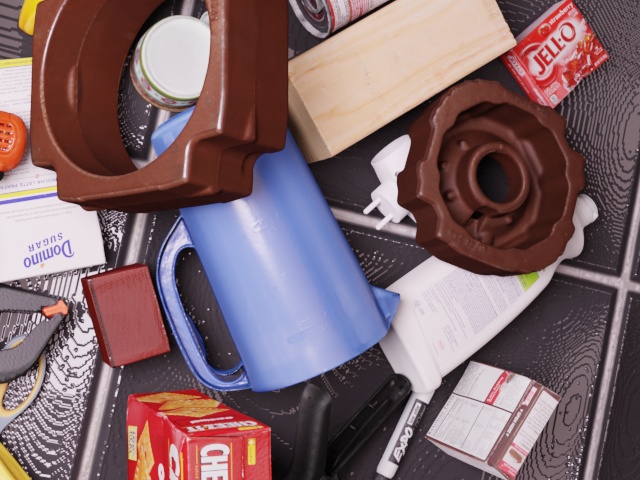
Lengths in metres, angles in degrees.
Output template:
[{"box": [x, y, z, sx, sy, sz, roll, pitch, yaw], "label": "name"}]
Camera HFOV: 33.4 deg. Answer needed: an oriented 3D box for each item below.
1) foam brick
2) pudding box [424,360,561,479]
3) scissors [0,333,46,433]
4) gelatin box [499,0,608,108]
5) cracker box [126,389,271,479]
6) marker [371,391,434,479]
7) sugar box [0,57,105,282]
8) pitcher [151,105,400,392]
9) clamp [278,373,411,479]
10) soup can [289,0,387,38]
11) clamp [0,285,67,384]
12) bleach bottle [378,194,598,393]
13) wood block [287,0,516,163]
[{"box": [-0.165, 0.061, 0.898, 0.051, 0.053, 0.078, -16, 96, -19], "label": "foam brick"}, {"box": [0.156, 0.163, 0.980, 0.039, 0.114, 0.090, 36, 79, -19], "label": "pudding box"}, {"box": [-0.293, 0.163, 0.872, 0.096, 0.016, 0.201, 27, 81, -16], "label": "scissors"}, {"box": [0.229, -0.182, 1.050, 0.089, 0.030, 0.073, -41, 103, -15], "label": "gelatin box"}, {"box": [-0.099, 0.212, 0.835, 0.072, 0.214, 0.164, -2, 91, -20], "label": "cracker box"}, {"box": [0.073, 0.190, 1.000, 0.020, 0.020, 0.121, 30, 81, -17], "label": "marker"}, {"box": [-0.239, -0.059, 0.876, 0.093, 0.048, 0.176, -10, 97, -21], "label": "sugar box"}, {"box": [-0.056, 0.001, 0.902, 0.149, 0.145, 0.243, -30, 97, -47], "label": "pitcher"}, {"box": [0.001, 0.203, 0.937, 0.164, 0.036, 0.210, -3, 122, -55], "label": "clamp"}, {"box": [0.028, -0.235, 0.958, 0.102, 0.069, 0.068, -32, 100, -18], "label": "soup can"}, {"box": [-0.289, 0.077, 0.846, 0.171, 0.039, 0.120, -32, 100, -23], "label": "clamp"}, {"box": [0.167, 0.036, 1.011, 0.250, 0.068, 0.102, -32, 100, -19], "label": "bleach bottle"}, {"box": [0.058, -0.159, 0.957, 0.206, 0.091, 0.090, -32, 99, -16], "label": "wood block"}]
